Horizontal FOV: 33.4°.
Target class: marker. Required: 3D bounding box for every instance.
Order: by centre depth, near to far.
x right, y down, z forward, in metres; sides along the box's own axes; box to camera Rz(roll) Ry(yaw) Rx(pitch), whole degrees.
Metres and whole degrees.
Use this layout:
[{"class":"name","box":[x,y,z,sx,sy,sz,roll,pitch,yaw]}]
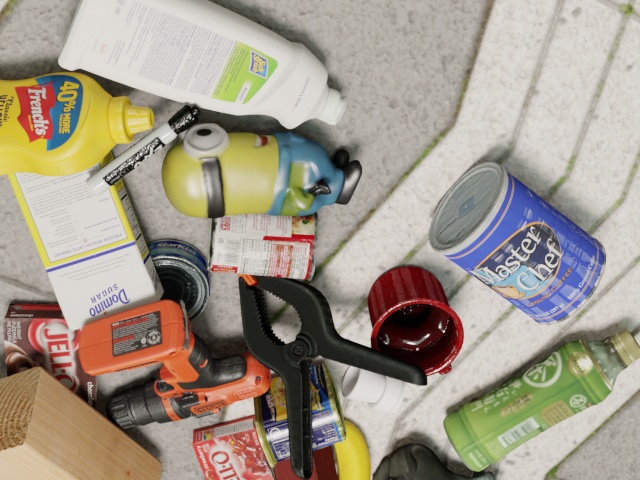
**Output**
[{"class":"marker","box":[-0.157,-0.082,0.952,0.121,0.020,0.020,-35,115,10]}]

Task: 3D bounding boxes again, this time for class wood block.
[{"class":"wood block","box":[-0.259,0.226,1.085,0.091,0.090,0.206,-19,135,22]}]

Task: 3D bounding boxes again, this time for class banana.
[{"class":"banana","box":[0.019,0.282,1.194,0.069,0.037,0.198,8,102,8]}]

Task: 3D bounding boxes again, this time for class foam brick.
[{"class":"foam brick","box":[-0.017,0.246,1.147,0.051,0.052,0.078,-8,97,24]}]

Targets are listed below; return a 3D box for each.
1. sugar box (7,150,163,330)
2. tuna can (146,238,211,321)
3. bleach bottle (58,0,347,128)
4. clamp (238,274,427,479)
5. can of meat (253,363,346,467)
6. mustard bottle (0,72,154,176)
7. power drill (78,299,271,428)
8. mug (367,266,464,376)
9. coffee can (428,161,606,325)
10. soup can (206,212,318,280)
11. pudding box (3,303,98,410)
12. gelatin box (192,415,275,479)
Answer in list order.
[{"class":"sugar box","box":[-0.221,-0.012,1.006,0.093,0.048,0.176,-17,106,5]},{"class":"tuna can","box":[-0.152,0.044,1.067,0.086,0.034,0.086,-2,118,-4]},{"class":"bleach bottle","box":[-0.097,-0.156,0.952,0.250,0.068,0.103,21,117,-18]},{"class":"clamp","box":[-0.019,0.117,1.047,0.210,0.036,0.165,46,102,17]},{"class":"can of meat","box":[-0.022,0.178,1.112,0.084,0.102,0.057,-18,117,2]},{"class":"mustard bottle","box":[-0.241,-0.102,0.936,0.191,0.096,0.058,-2,151,6]},{"class":"power drill","box":[-0.161,0.129,1.058,0.184,0.057,0.187,-18,151,11]},{"class":"mug","box":[0.099,0.087,1.084,0.093,0.081,0.117,-34,115,13]},{"class":"coffee can","box":[0.191,0.004,1.037,0.140,0.103,0.103,34,110,-20]},{"class":"soup can","box":[-0.057,0.001,1.034,0.102,0.068,0.068,5,117,-7]},{"class":"pudding box","box":[-0.274,0.120,1.094,0.090,0.039,0.113,1,118,-6]},{"class":"gelatin box","box":[-0.094,0.243,1.179,0.073,0.030,0.089,-14,118,3]}]
